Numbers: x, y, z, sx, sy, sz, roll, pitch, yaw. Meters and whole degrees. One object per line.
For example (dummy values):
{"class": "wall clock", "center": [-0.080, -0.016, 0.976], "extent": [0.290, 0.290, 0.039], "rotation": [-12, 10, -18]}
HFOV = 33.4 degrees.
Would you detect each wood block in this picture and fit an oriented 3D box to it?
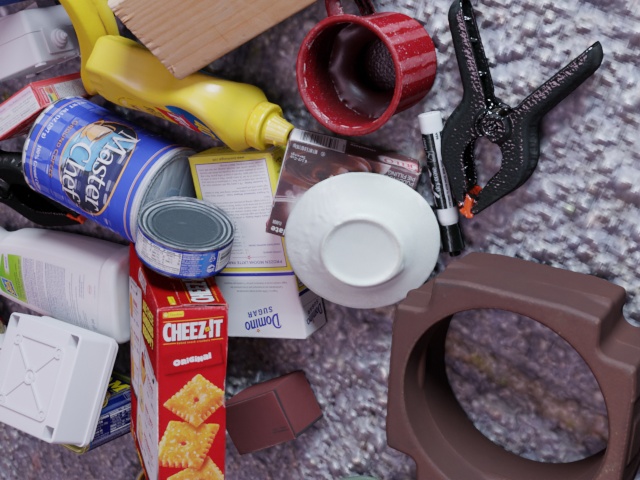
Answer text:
{"class": "wood block", "center": [-0.054, -0.223, 0.834], "extent": [0.206, 0.090, 0.090], "rotation": [-24, 128, 28]}

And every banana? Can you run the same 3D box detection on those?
{"class": "banana", "center": [-0.215, -0.198, 0.962], "extent": [0.070, 0.037, 0.198], "rotation": [22, 152, 26]}

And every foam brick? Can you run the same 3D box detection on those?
{"class": "foam brick", "center": [-0.048, 0.165, 1.024], "extent": [0.078, 0.051, 0.053], "rotation": [-22, 95, 36]}

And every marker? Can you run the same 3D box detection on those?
{"class": "marker", "center": [0.100, -0.045, 0.877], "extent": [0.020, 0.020, 0.121], "rotation": [-4, 104, 33]}

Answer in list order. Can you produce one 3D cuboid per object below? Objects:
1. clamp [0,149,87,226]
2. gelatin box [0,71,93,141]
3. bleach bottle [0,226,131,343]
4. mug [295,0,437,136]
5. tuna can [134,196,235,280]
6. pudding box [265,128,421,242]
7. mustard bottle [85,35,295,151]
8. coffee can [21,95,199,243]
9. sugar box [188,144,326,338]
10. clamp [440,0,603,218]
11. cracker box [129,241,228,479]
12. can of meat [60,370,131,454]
{"class": "clamp", "center": [-0.328, -0.059, 1.116], "extent": [0.210, 0.036, 0.165], "rotation": [25, 147, 11]}
{"class": "gelatin box", "center": [-0.279, -0.130, 1.053], "extent": [0.089, 0.073, 0.030], "rotation": [-25, 92, 36]}
{"class": "bleach bottle", "center": [-0.290, 0.027, 1.122], "extent": [0.251, 0.067, 0.102], "rotation": [16, 117, 29]}
{"class": "mug", "center": [0.036, -0.147, 0.843], "extent": [0.093, 0.081, 0.117], "rotation": [-19, 96, 35]}
{"class": "tuna can", "center": [-0.119, -0.002, 0.933], "extent": [0.086, 0.086, 0.034], "rotation": [27, 124, 22]}
{"class": "pudding box", "center": [0.019, -0.037, 0.895], "extent": [0.113, 0.039, 0.090], "rotation": [16, 116, 0]}
{"class": "mustard bottle", "center": [-0.106, -0.122, 0.934], "extent": [0.192, 0.096, 0.058], "rotation": [23, 85, 23]}
{"class": "coffee can", "center": [-0.193, -0.064, 1.004], "extent": [0.140, 0.102, 0.103], "rotation": [26, 119, 23]}
{"class": "sugar box", "center": [-0.056, 0.001, 0.977], "extent": [0.093, 0.048, 0.176], "rotation": [-1, 109, 32]}
{"class": "clamp", "center": [0.130, -0.102, 0.826], "extent": [0.120, 0.039, 0.172], "rotation": [35, 122, 19]}
{"class": "cracker box", "center": [-0.135, 0.126, 1.006], "extent": [0.164, 0.072, 0.214], "rotation": [-131, 41, -62]}
{"class": "can of meat", "center": [-0.245, 0.177, 1.123], "extent": [0.102, 0.083, 0.057], "rotation": [15, 112, 37]}
